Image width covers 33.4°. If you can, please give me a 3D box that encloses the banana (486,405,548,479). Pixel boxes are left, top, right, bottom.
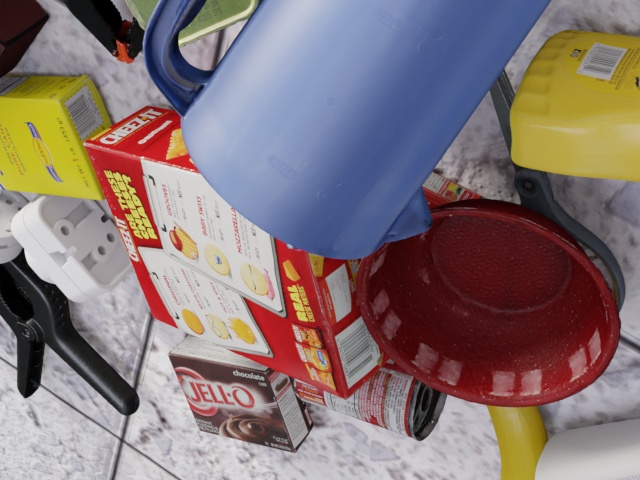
[{"bbox_3d":[0.142,0.169,0.806,0.070,0.037,0.198,19,134,20],"label":"banana"}]

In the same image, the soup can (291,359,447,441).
[{"bbox_3d":[0.038,0.103,0.802,0.102,0.068,0.068,15,132,26],"label":"soup can"}]

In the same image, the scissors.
[{"bbox_3d":[0.120,-0.026,0.671,0.096,0.016,0.201,-21,111,44],"label":"scissors"}]

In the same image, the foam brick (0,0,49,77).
[{"bbox_3d":[-0.251,-0.156,0.802,0.053,0.051,0.078,47,138,-9],"label":"foam brick"}]

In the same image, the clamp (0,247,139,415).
[{"bbox_3d":[-0.276,0.083,1.034,0.165,0.036,0.210,-6,119,38],"label":"clamp"}]

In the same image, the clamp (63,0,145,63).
[{"bbox_3d":[-0.144,-0.193,0.684,0.120,0.039,0.172,14,134,2],"label":"clamp"}]

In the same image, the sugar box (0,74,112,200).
[{"bbox_3d":[-0.243,-0.085,0.861,0.176,0.048,0.093,4,128,32],"label":"sugar box"}]

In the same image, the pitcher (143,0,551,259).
[{"bbox_3d":[0.032,-0.122,0.532,0.243,0.148,0.145,-54,56,30],"label":"pitcher"}]

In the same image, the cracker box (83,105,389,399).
[{"bbox_3d":[-0.055,0.001,0.753,0.214,0.072,0.164,17,134,42],"label":"cracker box"}]

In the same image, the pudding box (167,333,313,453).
[{"bbox_3d":[-0.069,0.130,0.924,0.114,0.039,0.090,4,126,33],"label":"pudding box"}]

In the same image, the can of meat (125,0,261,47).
[{"bbox_3d":[-0.055,-0.162,0.631,0.102,0.083,0.057,-13,116,42],"label":"can of meat"}]

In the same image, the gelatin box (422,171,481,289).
[{"bbox_3d":[0.059,-0.009,0.720,0.073,0.030,0.089,28,137,11],"label":"gelatin box"}]

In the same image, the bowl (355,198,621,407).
[{"bbox_3d":[0.106,0.029,0.663,0.162,0.055,0.162,13,133,14],"label":"bowl"}]
